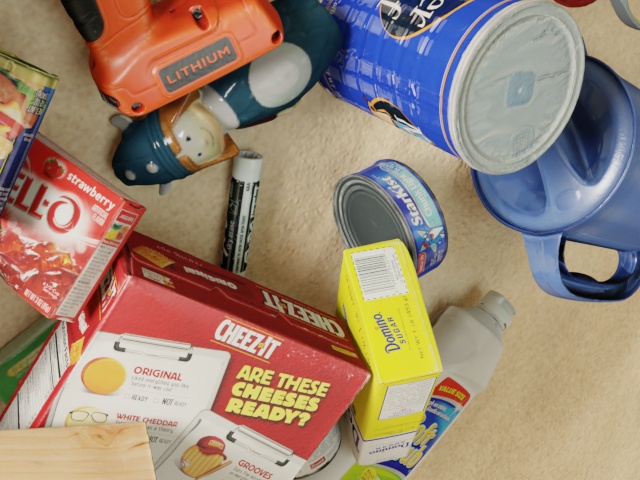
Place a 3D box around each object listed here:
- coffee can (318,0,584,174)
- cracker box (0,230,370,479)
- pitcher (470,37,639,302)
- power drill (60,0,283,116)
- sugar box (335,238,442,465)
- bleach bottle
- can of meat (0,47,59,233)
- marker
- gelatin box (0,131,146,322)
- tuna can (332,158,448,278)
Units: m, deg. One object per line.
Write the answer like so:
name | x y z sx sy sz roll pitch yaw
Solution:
coffee can | 0.074 -0.112 0.654 0.102 0.140 0.103 -19 124 -31
cracker box | -0.099 0.116 0.641 0.164 0.072 0.214 25 109 -29
pitcher | 0.235 -0.041 0.834 0.242 0.145 0.149 13 125 -46
power drill | -0.082 -0.166 0.524 0.184 0.057 0.187 -26 134 -2
sugar box | 0.038 0.081 0.714 0.048 0.093 0.176 -9 152 -10
bleach bottle | 0.060 0.131 0.834 0.250 0.068 0.102 -45 135 -14
can of meat | -0.187 -0.061 0.515 0.102 0.057 0.084 23 96 -24
marker | -0.055 0.001 0.697 0.020 0.020 0.121 -8 118 -36
gelatin box | -0.148 -0.011 0.565 0.073 0.089 0.030 -57 159 3
tuna can | 0.047 -0.012 0.726 0.033 0.086 0.086 -28 128 -27
